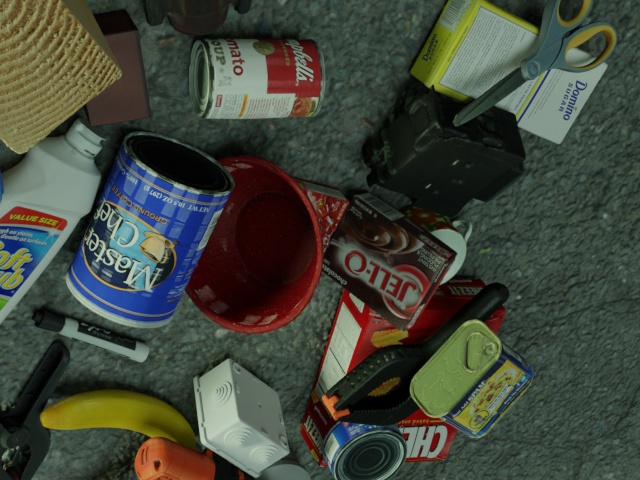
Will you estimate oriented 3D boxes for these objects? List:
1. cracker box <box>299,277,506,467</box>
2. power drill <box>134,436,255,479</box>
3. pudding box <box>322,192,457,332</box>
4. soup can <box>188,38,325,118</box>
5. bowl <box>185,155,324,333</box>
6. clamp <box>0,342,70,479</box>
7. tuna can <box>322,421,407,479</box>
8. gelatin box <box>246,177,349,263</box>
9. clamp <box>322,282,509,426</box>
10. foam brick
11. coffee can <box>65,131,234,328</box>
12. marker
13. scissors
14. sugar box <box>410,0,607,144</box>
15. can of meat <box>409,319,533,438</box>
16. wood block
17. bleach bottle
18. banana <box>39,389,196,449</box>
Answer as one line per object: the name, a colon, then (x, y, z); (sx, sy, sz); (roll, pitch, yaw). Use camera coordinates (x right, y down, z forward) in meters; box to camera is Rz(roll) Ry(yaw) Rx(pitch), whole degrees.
cracker box: (0.087, 0.143, 1.153); (0.164, 0.072, 0.214); (3, 120, -24)
power drill: (-0.157, 0.277, 1.105); (0.188, 0.057, 0.184); (-34, 130, 27)
pudding box: (0.064, 0.019, 1.036); (0.039, 0.114, 0.090); (-17, 140, -57)
soup can: (-0.055, -0.138, 0.910); (0.102, 0.068, 0.068); (-3, 122, -21)
bowl: (-0.056, 0.001, 0.973); (0.055, 0.162, 0.162); (-15, 136, -60)
clamp: (-0.289, 0.173, 1.027); (0.120, 0.039, 0.171); (-19, 135, -23)
tuna can: (0.047, 0.220, 1.120); (0.086, 0.034, 0.086); (-11, 125, -15)
gelatin box: (-0.024, -0.014, 1.028); (0.073, 0.030, 0.089); (14, 114, -30)
clamp: (0.103, 0.127, 1.079); (0.209, 0.036, 0.165); (-11, 125, -21)
foam brick: (-0.173, -0.140, 0.868); (0.051, 0.053, 0.078); (-14, 124, -15)
coffee can: (-0.149, -0.009, 0.931); (0.102, 0.103, 0.140); (15, 114, -31)
marker: (-0.219, 0.090, 1.018); (0.121, 0.020, 0.020); (25, 108, -34)
scissors: (0.191, -0.176, 0.965); (0.201, 0.016, 0.096); (-21, 107, -27)
sugar box: (0.180, -0.163, 1.012); (0.175, 0.048, 0.093); (17, 111, -35)
can of meat: (0.152, 0.139, 1.052); (0.102, 0.057, 0.083); (-48, 135, 6)
wood block: (-0.217, -0.159, 0.738); (0.090, 0.206, 0.090); (-38, 128, 3)
bleach bottle: (-0.276, -0.004, 0.906); (0.102, 0.068, 0.251); (34, 101, -36)
banana: (-0.188, 0.186, 1.070); (0.197, 0.037, 0.069); (36, 73, -40)
